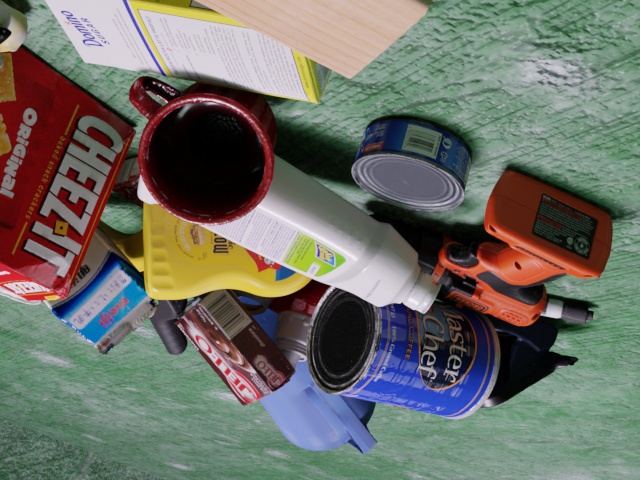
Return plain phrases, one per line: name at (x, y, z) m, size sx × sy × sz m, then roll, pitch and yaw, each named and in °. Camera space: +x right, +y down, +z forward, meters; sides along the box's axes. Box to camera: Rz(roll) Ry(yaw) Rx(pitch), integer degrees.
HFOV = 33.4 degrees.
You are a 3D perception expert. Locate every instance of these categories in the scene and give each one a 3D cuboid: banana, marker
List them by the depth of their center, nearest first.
marker at (0.194, 0.058, 0.998) m, size 0.121 × 0.020 × 0.020 m, roll 11°, pitch 158°, yaw 16°
banana at (-0.205, -0.006, 1.046) m, size 0.037 × 0.069 × 0.198 m, roll -9°, pitch -167°, yaw -42°

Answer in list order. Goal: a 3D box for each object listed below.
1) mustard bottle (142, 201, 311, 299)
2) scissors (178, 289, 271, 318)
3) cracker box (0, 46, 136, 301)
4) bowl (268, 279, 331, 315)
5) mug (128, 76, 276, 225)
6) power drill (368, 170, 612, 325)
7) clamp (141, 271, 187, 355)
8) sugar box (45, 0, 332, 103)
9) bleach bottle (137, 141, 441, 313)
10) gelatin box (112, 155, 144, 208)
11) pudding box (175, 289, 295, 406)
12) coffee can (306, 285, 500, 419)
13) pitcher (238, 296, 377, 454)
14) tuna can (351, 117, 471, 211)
mustard bottle at (-0.056, 0.001, 0.926) m, size 0.191 × 0.096 × 0.058 m, roll 0°, pitch 165°, yaw -13°
scissors at (-0.130, 0.052, 1.089) m, size 0.202 × 0.016 × 0.096 m, roll -6°, pitch 140°, yaw 48°
cracker box at (-0.265, -0.070, 0.835) m, size 0.072 × 0.164 × 0.213 m, roll -2°, pitch 151°, yaw 44°
bowl at (0.011, 0.041, 1.045) m, size 0.162 × 0.055 × 0.162 m, roll 15°, pitch 159°, yaw 6°
mug at (-0.084, -0.075, 0.751) m, size 0.117 × 0.093 × 0.081 m, roll 35°, pitch -160°, yaw -10°
power drill at (0.132, 0.004, 0.868) m, size 0.184 × 0.057 × 0.188 m, roll 21°, pitch 160°, yaw -11°
clamp at (-0.187, 0.056, 1.105) m, size 0.120 × 0.039 × 0.172 m, roll 25°, pitch 149°, yaw 3°
sugar box at (-0.083, -0.141, 0.688) m, size 0.176 × 0.048 × 0.093 m, roll 15°, pitch 160°, yaw 15°
bleach bottle at (-0.021, -0.013, 0.857) m, size 0.251 × 0.068 × 0.103 m, roll 30°, pitch 153°, yaw -1°
gelatin box at (-0.141, -0.049, 0.975) m, size 0.073 × 0.030 × 0.089 m, roll 32°, pitch 154°, yaw -34°
pudding box at (-0.084, 0.103, 1.037) m, size 0.113 × 0.039 × 0.090 m, roll 52°, pitch 151°, yaw 0°
coffee can at (0.073, 0.097, 0.943) m, size 0.140 × 0.103 × 0.103 m, roll 17°, pitch 162°, yaw -33°
pitcher at (-0.020, 0.147, 1.222) m, size 0.149 × 0.145 × 0.242 m, roll -2°, pitch 151°, yaw 18°
tuna can at (0.069, -0.056, 0.794) m, size 0.086 × 0.033 × 0.086 m, roll 15°, pitch 159°, yaw 6°
